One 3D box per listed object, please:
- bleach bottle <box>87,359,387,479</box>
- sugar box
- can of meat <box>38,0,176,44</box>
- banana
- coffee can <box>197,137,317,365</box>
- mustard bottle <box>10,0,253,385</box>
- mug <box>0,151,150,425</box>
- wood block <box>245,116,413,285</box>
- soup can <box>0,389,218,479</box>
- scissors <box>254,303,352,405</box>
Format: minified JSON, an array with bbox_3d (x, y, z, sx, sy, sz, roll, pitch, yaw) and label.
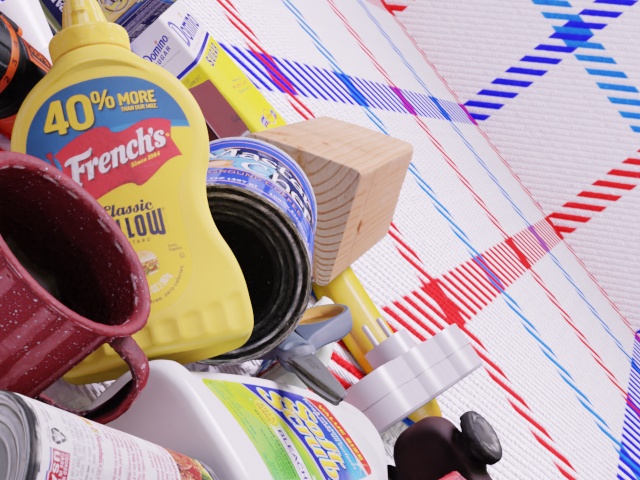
[{"bbox_3d":[-0.023,0.115,0.581,0.103,0.068,0.250,53,13,17],"label":"bleach bottle"},{"bbox_3d":[-0.092,-0.131,0.931,0.176,0.048,0.093,51,17,-7],"label":"sugar box"},{"bbox_3d":[-0.166,-0.192,0.793,0.102,0.084,0.057,52,17,1],"label":"can of meat"},{"bbox_3d":[0.038,0.069,0.875,0.198,0.037,0.069,58,20,19],"label":"banana"},{"bbox_3d":[-0.054,0.001,0.633,0.103,0.103,0.140,49,11,-11],"label":"coffee can"},{"bbox_3d":[-0.100,-0.032,0.527,0.058,0.096,0.191,109,-33,-74],"label":"mustard bottle"},{"bbox_3d":[-0.124,0.032,0.447,0.117,0.082,0.093,47,17,-15],"label":"mug"},{"bbox_3d":[0.004,-0.039,0.855,0.090,0.091,0.206,19,14,11],"label":"wood block"},{"bbox_3d":[-0.093,0.103,0.407,0.102,0.069,0.068,34,24,-45],"label":"soup can"},{"bbox_3d":[0.002,0.060,0.605,0.202,0.096,0.016,7,-71,62],"label":"scissors"}]
